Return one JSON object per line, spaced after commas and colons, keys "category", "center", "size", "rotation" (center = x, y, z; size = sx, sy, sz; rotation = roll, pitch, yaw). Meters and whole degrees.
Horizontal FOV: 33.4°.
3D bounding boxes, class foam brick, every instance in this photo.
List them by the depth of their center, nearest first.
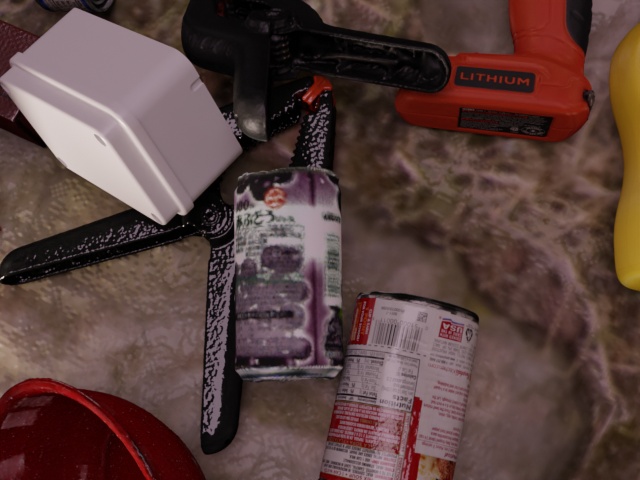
{"category": "foam brick", "center": [-0.188, -0.097, 0.617], "size": [0.078, 0.051, 0.053], "rotation": [25, 82, 10]}

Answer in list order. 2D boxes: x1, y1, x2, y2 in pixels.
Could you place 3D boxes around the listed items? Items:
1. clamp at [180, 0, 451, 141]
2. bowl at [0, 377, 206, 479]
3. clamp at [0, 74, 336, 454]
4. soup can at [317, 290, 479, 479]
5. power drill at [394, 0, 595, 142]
{"category": "clamp", "center": [-0.013, -0.104, 0.573], "size": [0.120, 0.039, 0.172], "rotation": [-9, 34, -23]}
{"category": "bowl", "center": [-0.103, 0.139, 0.535], "size": [0.162, 0.055, 0.162], "rotation": [13, 110, 39]}
{"category": "clamp", "center": [-0.054, 0.001, 0.593], "size": [0.210, 0.036, 0.164], "rotation": [-45, 78, -5]}
{"category": "soup can", "center": [0.041, 0.083, 0.552], "size": [0.068, 0.068, 0.102], "rotation": [11, 79, 7]}
{"category": "power drill", "center": [0.093, -0.157, 0.604], "size": [0.184, 0.057, 0.187], "rotation": [8, 80, 10]}
